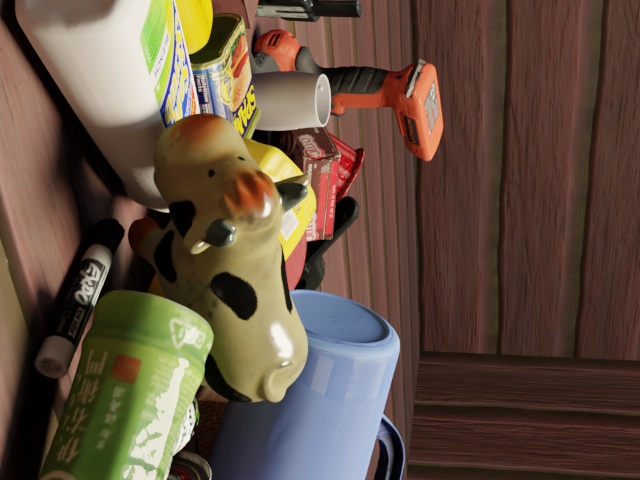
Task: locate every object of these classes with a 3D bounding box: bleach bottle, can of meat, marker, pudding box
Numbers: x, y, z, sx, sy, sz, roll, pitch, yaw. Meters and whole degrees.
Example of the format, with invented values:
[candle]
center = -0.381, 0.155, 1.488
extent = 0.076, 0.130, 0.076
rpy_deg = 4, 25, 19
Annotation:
[bleach bottle]
center = -0.110, -0.095, 0.655
extent = 0.251, 0.068, 0.102
rpy_deg = 77, 18, -65
[can of meat]
center = -0.085, -0.116, 0.813
extent = 0.102, 0.057, 0.084
rpy_deg = -74, 161, -55
[marker]
center = -0.139, 0.029, 0.625
extent = 0.121, 0.020, 0.020
rpy_deg = -78, 166, -47
[pudding box]
center = -0.016, -0.066, 0.961
extent = 0.113, 0.039, 0.090
rpy_deg = -112, -157, -51

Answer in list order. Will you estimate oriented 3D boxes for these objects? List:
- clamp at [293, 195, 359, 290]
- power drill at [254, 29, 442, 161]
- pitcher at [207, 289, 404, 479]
[clamp]
center = -0.038, 0.019, 1.059
extent = 0.172, 0.120, 0.039
rpy_deg = 113, -32, -45
[power drill]
center = 0.030, -0.134, 1.111
extent = 0.184, 0.188, 0.057
rpy_deg = 72, 33, -54
[pitcher]
center = -0.013, 0.167, 0.825
extent = 0.149, 0.145, 0.243
rpy_deg = -30, 139, -66
